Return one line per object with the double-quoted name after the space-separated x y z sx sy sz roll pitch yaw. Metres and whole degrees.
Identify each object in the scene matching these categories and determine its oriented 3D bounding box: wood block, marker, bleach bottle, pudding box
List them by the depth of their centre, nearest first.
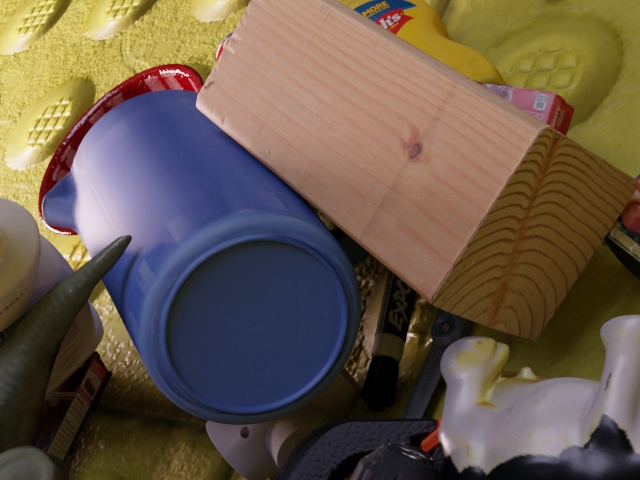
0.038 -0.049 0.534 0.206 0.090 0.091 42 105 42 "wood block"
-0.170 0.032 0.574 0.102 0.068 0.251 -46 -6 -21 "bleach bottle"
0.043 0.041 0.600 0.020 0.020 0.121 -11 49 34 "marker"
-0.209 0.106 0.710 0.114 0.039 0.090 13 62 17 "pudding box"

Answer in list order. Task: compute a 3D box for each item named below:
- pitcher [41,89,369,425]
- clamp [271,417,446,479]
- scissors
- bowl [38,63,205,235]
-0.054 0.001 0.598 0.149 0.145 0.243 -47 26 2 "pitcher"
-0.001 0.150 0.514 0.171 0.039 0.120 -28 74 7 "clamp"
0.087 0.040 0.565 0.096 0.016 0.201 -11 49 34 "scissors"
-0.136 -0.056 0.810 0.162 0.055 0.162 -23 43 23 "bowl"
